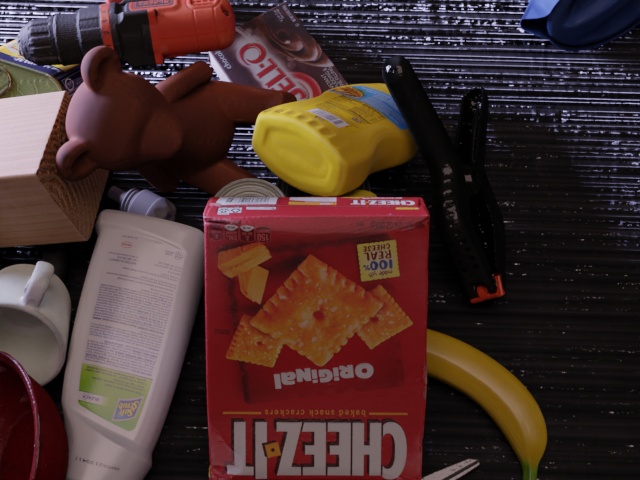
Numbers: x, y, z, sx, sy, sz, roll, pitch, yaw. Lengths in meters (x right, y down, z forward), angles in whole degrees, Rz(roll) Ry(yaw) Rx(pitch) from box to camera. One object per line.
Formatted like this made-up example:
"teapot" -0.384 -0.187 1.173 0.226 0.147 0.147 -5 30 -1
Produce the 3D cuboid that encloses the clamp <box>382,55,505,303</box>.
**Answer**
"clamp" 0.113 -0.053 0.900 0.036 0.164 0.210 -19 70 33

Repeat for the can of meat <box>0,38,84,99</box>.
"can of meat" -0.247 -0.145 0.956 0.102 0.057 0.083 19 35 18

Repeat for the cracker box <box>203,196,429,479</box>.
"cracker box" -0.004 0.076 0.800 0.164 0.072 0.214 0 103 1

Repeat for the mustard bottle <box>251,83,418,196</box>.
"mustard bottle" 0.033 -0.096 0.916 0.096 0.058 0.191 29 33 24

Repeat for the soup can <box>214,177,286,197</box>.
"soup can" -0.056 0.001 0.882 0.068 0.102 0.068 0 65 0

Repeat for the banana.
"banana" 0.111 0.116 0.862 0.198 0.037 0.069 37 68 16

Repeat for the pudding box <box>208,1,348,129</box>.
"pudding box" -0.041 -0.154 0.991 0.090 0.039 0.113 -30 68 -13

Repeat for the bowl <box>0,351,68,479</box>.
"bowl" -0.239 0.166 0.804 0.162 0.055 0.162 -15 66 38

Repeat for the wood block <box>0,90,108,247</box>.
"wood block" -0.290 -0.051 0.877 0.206 0.090 0.090 -5 54 17

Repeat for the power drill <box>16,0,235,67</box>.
"power drill" -0.170 -0.209 0.960 0.184 0.057 0.187 -5 33 -3

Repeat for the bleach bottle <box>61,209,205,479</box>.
"bleach bottle" -0.165 0.104 0.856 0.102 0.068 0.250 11 67 7
